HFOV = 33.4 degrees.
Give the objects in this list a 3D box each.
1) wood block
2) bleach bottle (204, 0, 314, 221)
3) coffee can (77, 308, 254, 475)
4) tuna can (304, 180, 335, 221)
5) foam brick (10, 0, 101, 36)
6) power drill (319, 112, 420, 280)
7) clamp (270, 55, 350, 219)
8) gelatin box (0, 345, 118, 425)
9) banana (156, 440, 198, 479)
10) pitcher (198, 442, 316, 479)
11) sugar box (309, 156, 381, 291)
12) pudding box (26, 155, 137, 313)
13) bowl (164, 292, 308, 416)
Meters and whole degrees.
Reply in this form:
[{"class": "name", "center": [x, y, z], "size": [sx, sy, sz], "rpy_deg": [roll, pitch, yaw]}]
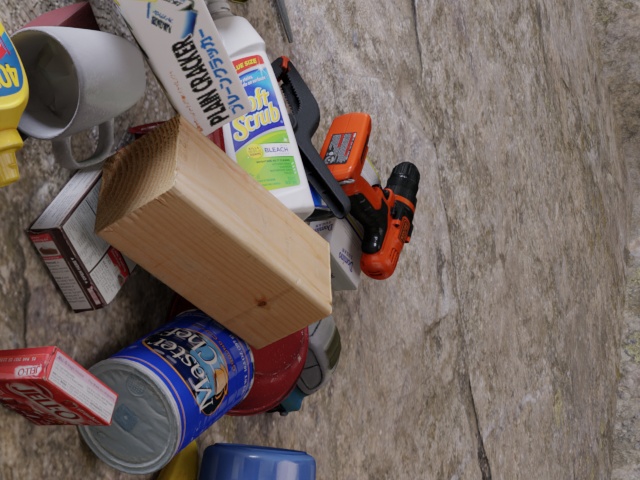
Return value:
[{"class": "wood block", "center": [-0.088, -0.002, 0.927], "size": [0.205, 0.091, 0.090], "rpy_deg": [41, 33, -37]}, {"class": "bleach bottle", "center": [-0.086, -0.133, 1.096], "size": [0.102, 0.068, 0.251], "rpy_deg": [-9, 75, -29]}, {"class": "coffee can", "center": [-0.135, 0.130, 0.944], "size": [0.140, 0.103, 0.103], "rpy_deg": [-32, 115, -62]}, {"class": "tuna can", "center": [-0.023, -0.044, 1.224], "size": [0.086, 0.086, 0.034], "rpy_deg": [15, 71, -63]}, {"class": "foam brick", "center": [-0.211, -0.151, 0.891], "size": [0.053, 0.051, 0.078], "rpy_deg": [-57, 135, -51]}, {"class": "power drill", "center": [0.067, -0.071, 1.344], "size": [0.187, 0.057, 0.184], "rpy_deg": [55, 41, -41]}, {"class": "clamp", "center": [-0.036, -0.117, 1.189], "size": [0.164, 0.036, 0.210], "rpy_deg": [19, 51, -15]}, {"class": "gelatin box", "center": [-0.211, 0.114, 0.820], "size": [0.089, 0.073, 0.030], "rpy_deg": [52, 41, -49]}, {"class": "banana", "center": [-0.156, 0.236, 0.964], "size": [0.069, 0.037, 0.197], "rpy_deg": [54, 32, -11]}, {"class": "pitcher", "center": [-0.071, 0.316, 1.002], "size": [0.144, 0.149, 0.243], "rpy_deg": [18, 75, -52]}, {"class": "sugar box", "center": [0.030, -0.032, 1.380], "size": [0.093, 0.048, 0.176], "rpy_deg": [54, 43, -45]}, {"class": "pudding box", "center": [-0.193, -0.007, 0.920], "size": [0.090, 0.039, 0.113], "rpy_deg": [66, 29, -29]}, {"class": "bowl", "center": [-0.069, 0.090, 1.052], "size": [0.161, 0.055, 0.162], "rpy_deg": [9, 73, -30]}]
